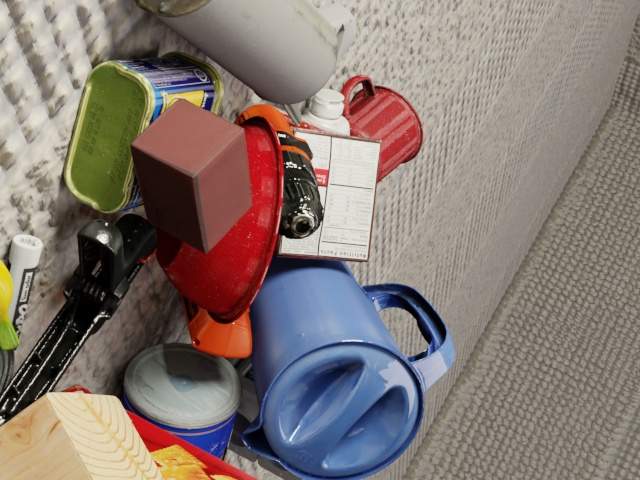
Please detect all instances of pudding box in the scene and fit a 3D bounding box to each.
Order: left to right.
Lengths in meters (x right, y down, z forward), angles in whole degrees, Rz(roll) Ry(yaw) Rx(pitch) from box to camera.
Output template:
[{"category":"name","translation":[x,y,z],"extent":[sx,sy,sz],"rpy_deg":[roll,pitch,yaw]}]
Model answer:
[{"category":"pudding box","translation":[0.003,-0.039,0.942],"extent":[0.039,0.089,0.113],"rpy_deg":[-166,-98,-65]}]

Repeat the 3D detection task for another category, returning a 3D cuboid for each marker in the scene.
[{"category":"marker","translation":[-0.204,0.053,0.700],"extent":[0.020,0.020,0.121],"rpy_deg":[-29,142,-62]}]

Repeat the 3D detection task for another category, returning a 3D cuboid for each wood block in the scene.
[{"category":"wood block","translation":[-0.199,0.184,0.629],"extent":[0.206,0.091,0.090],"rpy_deg":[-36,164,8]}]

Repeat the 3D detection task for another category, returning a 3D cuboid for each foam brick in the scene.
[{"category":"foam brick","translation":[-0.081,-0.041,0.683],"extent":[0.051,0.053,0.078],"rpy_deg":[-49,156,-30]}]

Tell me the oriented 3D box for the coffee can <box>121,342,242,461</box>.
[{"category":"coffee can","translation":[-0.132,0.177,0.952],"extent":[0.102,0.103,0.140],"rpy_deg":[-41,152,-52]}]

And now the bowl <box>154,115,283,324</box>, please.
[{"category":"bowl","translation":[-0.085,-0.020,0.806],"extent":[0.162,0.055,0.162],"rpy_deg":[-36,-131,57]}]

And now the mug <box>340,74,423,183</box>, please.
[{"category":"mug","translation":[0.045,-0.113,1.103],"extent":[0.081,0.093,0.117],"rpy_deg":[-42,131,-41]}]

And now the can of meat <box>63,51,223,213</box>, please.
[{"category":"can of meat","translation":[-0.118,-0.072,0.713],"extent":[0.083,0.057,0.102],"rpy_deg":[-24,137,-61]}]

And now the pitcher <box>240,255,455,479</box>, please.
[{"category":"pitcher","translation":[0.007,0.087,0.940],"extent":[0.243,0.149,0.145],"rpy_deg":[-114,-136,-63]}]

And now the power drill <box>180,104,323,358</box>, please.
[{"category":"power drill","translation":[-0.056,0.001,0.870],"extent":[0.184,0.057,0.188],"rpy_deg":[-111,-140,-58]}]

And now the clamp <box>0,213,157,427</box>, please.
[{"category":"clamp","translation":[-0.146,0.026,0.707],"extent":[0.165,0.036,0.209],"rpy_deg":[-58,-177,25]}]
